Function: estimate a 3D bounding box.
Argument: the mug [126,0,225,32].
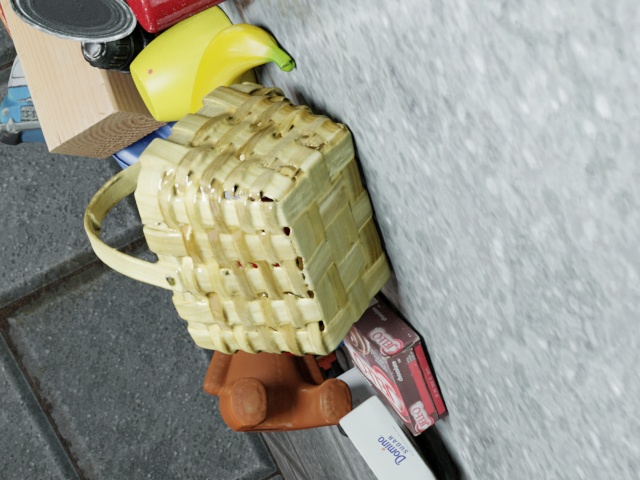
[{"bbox_3d":[-0.113,-0.209,0.811,0.093,0.081,0.117,65,169,-12],"label":"mug"}]

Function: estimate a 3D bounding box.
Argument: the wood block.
[{"bbox_3d":[-0.236,-0.194,1.044,0.090,0.091,0.206,0,-113,-63],"label":"wood block"}]

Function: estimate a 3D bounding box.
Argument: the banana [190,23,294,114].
[{"bbox_3d":[-0.077,-0.122,0.866,0.198,0.037,0.069,-44,60,60],"label":"banana"}]

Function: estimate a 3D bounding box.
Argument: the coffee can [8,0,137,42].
[{"bbox_3d":[-0.194,-0.250,0.878,0.103,0.103,0.140,100,174,-73],"label":"coffee can"}]

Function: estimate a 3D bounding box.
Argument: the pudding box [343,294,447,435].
[{"bbox_3d":[0.054,0.094,0.884,0.114,0.039,0.090,48,163,55],"label":"pudding box"}]

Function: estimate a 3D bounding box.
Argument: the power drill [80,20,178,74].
[{"bbox_3d":[-0.194,-0.243,0.996,0.187,0.057,0.184,67,-159,-1],"label":"power drill"}]

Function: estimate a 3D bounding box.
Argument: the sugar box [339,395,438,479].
[{"bbox_3d":[0.071,0.202,0.967,0.093,0.048,0.176,54,175,20],"label":"sugar box"}]

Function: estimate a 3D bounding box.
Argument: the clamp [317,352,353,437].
[{"bbox_3d":[0.004,0.156,1.265,0.120,0.039,0.171,53,166,29],"label":"clamp"}]
